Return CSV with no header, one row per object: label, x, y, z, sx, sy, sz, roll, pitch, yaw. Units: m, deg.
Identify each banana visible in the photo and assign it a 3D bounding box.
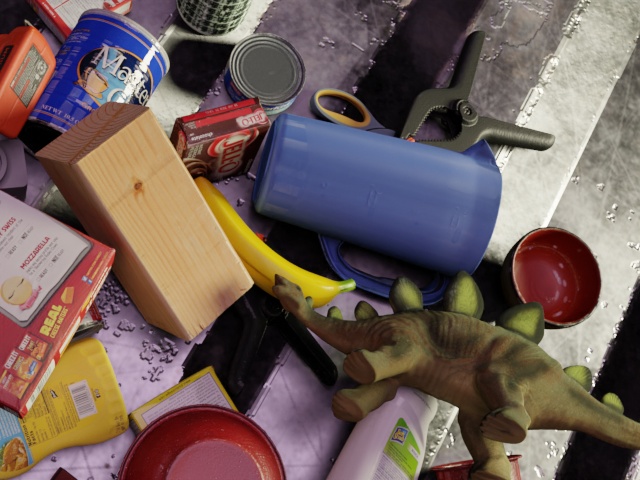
banana,-0.060,0.012,1.068,0.198,0.037,0.069,36,33,-1

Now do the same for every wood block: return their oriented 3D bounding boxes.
wood block,-0.161,-0.018,1.000,0.090,0.090,0.206,-41,121,-24

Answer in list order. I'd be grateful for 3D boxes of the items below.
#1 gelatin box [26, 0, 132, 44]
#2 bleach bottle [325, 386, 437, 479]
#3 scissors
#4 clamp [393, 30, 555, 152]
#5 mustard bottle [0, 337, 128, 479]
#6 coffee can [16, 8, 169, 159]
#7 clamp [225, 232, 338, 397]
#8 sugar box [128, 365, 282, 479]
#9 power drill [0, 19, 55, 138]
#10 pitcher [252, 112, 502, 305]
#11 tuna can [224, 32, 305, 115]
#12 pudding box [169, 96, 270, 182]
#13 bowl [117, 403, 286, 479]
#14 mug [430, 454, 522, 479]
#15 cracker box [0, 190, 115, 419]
gelatin box,-0.255,-0.256,1.130,0.089,0.030,0.073,-39,86,-24
bleach bottle,0.059,0.231,1.050,0.102,0.068,0.250,53,53,-35
scissors,0.071,-0.099,1.189,0.201,0.016,0.096,30,67,-6
clamp,0.167,-0.134,1.213,0.209,0.036,0.164,-37,87,-32
mustard bottle,-0.279,0.164,0.972,0.191,0.058,0.096,-20,99,-22
coffee can,-0.228,-0.144,1.063,0.102,0.103,0.140,29,67,-7
clamp,-0.042,0.078,1.086,0.120,0.039,0.171,9,66,-30
sugar box,-0.101,0.218,1.020,0.093,0.048,0.176,-30,87,-23
power drill,-0.359,-0.149,1.005,0.188,0.057,0.184,13,67,20
pitcher,0.054,-0.041,1.114,0.242,0.145,0.149,15,57,-9
tuna can,-0.061,-0.180,1.164,0.086,0.034,0.086,5,72,-16
pudding box,-0.107,-0.095,1.079,0.089,0.114,0.039,-17,76,-22
bowl,-0.100,0.226,0.962,0.162,0.055,0.162,4,75,-16
mug,0.170,0.261,1.074,0.117,0.093,0.081,4,74,-51
cracker box,-0.312,0.034,0.928,0.213,0.072,0.164,28,69,-3
